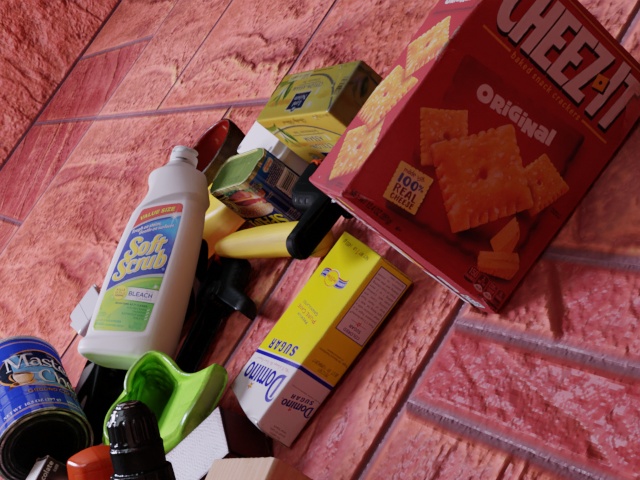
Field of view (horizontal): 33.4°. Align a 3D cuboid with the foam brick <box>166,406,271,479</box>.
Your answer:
[{"bbox_3d":[-0.088,0.190,0.909,0.078,0.051,0.053,-43,39,20],"label":"foam brick"}]

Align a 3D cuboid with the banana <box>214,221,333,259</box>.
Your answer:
[{"bbox_3d":[-0.039,0.000,1.080,0.198,0.069,0.037,-2,92,61],"label":"banana"}]

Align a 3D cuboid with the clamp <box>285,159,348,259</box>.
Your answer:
[{"bbox_3d":[0.035,-0.049,0.997,0.164,0.036,0.210,-21,19,-1],"label":"clamp"}]

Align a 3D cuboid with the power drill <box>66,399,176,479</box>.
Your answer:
[{"bbox_3d":[-0.165,0.221,0.906,0.188,0.057,0.184,-8,92,65],"label":"power drill"}]

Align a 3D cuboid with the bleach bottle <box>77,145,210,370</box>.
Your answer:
[{"bbox_3d":[-0.182,0.014,1.163,0.103,0.068,0.251,2,68,22],"label":"bleach bottle"}]

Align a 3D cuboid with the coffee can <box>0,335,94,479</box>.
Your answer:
[{"bbox_3d":[-0.311,0.181,1.141,0.103,0.102,0.140,-50,39,6],"label":"coffee can"}]

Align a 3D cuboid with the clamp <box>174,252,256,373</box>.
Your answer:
[{"bbox_3d":[-0.114,0.072,1.144,0.120,0.039,0.171,-41,21,15],"label":"clamp"}]

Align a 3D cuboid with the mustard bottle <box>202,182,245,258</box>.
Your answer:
[{"bbox_3d":[-0.150,-0.005,1.290,0.192,0.058,0.096,-45,25,17],"label":"mustard bottle"}]

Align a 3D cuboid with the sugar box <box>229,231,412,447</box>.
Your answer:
[{"bbox_3d":[-0.003,0.082,0.921,0.176,0.048,0.093,-51,23,-1],"label":"sugar box"}]

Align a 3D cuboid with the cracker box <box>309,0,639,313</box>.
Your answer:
[{"bbox_3d":[0.122,-0.078,0.771,0.213,0.164,0.072,-53,25,-1],"label":"cracker box"}]

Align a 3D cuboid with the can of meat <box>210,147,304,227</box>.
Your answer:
[{"bbox_3d":[-0.062,-0.053,1.164,0.102,0.083,0.057,-11,46,56],"label":"can of meat"}]
